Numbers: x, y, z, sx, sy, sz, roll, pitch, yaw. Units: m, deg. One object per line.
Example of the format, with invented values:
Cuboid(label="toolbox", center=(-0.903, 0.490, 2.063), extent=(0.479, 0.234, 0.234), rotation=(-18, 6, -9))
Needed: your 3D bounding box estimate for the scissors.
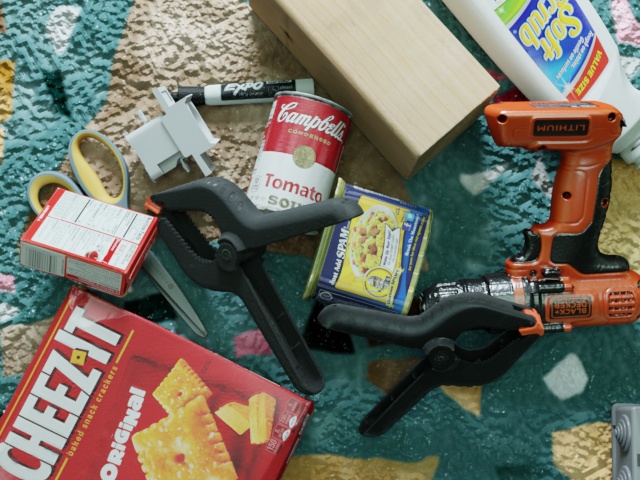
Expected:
Cuboid(label="scissors", center=(-0.175, 0.005, 0.887), extent=(0.096, 0.016, 0.202), rotation=(-23, 83, -3))

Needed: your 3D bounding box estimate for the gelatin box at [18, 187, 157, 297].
Cuboid(label="gelatin box", center=(-0.182, 0.001, 0.844), extent=(0.089, 0.030, 0.073), rotation=(17, 39, 1))

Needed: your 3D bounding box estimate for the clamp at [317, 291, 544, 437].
Cuboid(label="clamp", center=(0.084, 0.078, 0.835), extent=(0.171, 0.039, 0.120), rotation=(-26, 116, 10))

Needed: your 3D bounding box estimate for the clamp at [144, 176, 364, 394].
Cuboid(label="clamp", center=(-0.055, 0.001, 0.832), extent=(0.210, 0.036, 0.165), rotation=(36, 123, 28))

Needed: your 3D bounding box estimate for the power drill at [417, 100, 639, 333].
Cuboid(label="power drill", center=(0.168, -0.016, 0.852), extent=(0.184, 0.057, 0.188), rotation=(-3, 106, -3))

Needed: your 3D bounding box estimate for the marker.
Cuboid(label="marker", center=(-0.066, -0.125, 0.908), extent=(0.121, 0.020, 0.020), rotation=(-4, 81, -2))

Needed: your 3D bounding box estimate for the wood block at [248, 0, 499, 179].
Cuboid(label="wood block", center=(0.039, -0.161, 0.881), extent=(0.090, 0.091, 0.206), rotation=(-41, 85, -7))

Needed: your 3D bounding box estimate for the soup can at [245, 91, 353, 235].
Cuboid(label="soup can", center=(-0.019, -0.063, 0.876), extent=(0.068, 0.068, 0.102), rotation=(16, 82, 1))

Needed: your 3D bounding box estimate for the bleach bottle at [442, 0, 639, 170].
Cuboid(label="bleach bottle", center=(0.201, -0.169, 0.903), extent=(0.102, 0.068, 0.251), rotation=(-40, 87, -7))

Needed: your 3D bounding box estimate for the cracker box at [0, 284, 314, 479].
Cuboid(label="cracker box", center=(-0.133, 0.154, 0.836), extent=(0.214, 0.072, 0.164), rotation=(26, 81, 3))

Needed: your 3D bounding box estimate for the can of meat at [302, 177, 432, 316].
Cuboid(label="can of meat", center=(0.039, 0.010, 0.872), extent=(0.084, 0.057, 0.102), rotation=(17, 82, -1))
